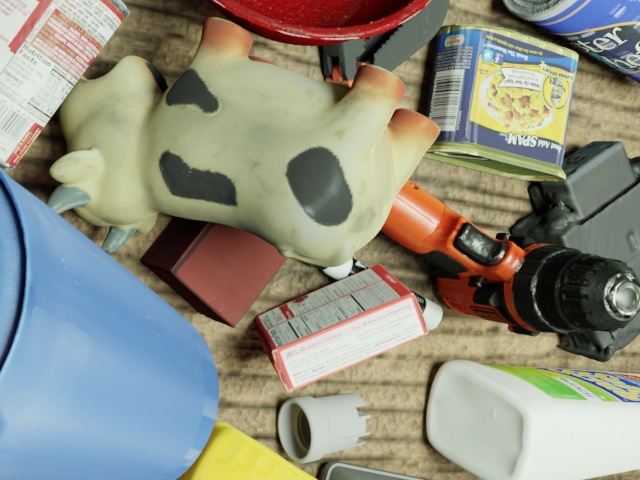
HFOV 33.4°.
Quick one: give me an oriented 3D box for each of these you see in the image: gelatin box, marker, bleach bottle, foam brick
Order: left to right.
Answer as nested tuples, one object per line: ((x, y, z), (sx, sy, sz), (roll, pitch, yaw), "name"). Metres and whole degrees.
((-0.054, 0.001, 0.612), (0.051, 0.053, 0.078), (43, 76, -25), "foam brick")
((0.010, 0.051, 0.628), (0.089, 0.073, 0.030), (-23, 105, -6), "gelatin box")
((0.029, 0.025, 0.680), (0.121, 0.020, 0.020), (29, 81, -28), "marker")
((0.201, 0.123, 0.752), (0.250, 0.103, 0.068), (3, 102, -36), "bleach bottle")

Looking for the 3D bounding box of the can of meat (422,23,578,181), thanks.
((0.117, -0.089, 0.696), (0.101, 0.058, 0.084), (10, 88, -30), "can of meat")

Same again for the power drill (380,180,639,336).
((0.075, -0.008, 0.619), (0.187, 0.185, 0.057), (37, 77, -17), "power drill")

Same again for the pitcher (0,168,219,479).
((-0.136, 0.043, 0.476), (0.242, 0.145, 0.149), (50, 57, -68), "pitcher")

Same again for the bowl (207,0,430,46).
((-0.013, -0.162, 0.577), (0.162, 0.055, 0.162), (5, 65, -12), "bowl")

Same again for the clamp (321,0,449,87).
((0.047, -0.195, 0.654), (0.164, 0.036, 0.210), (32, 82, -34), "clamp")

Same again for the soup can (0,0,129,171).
((-0.152, -0.094, 0.530), (0.068, 0.069, 0.102), (37, 87, -27), "soup can")
